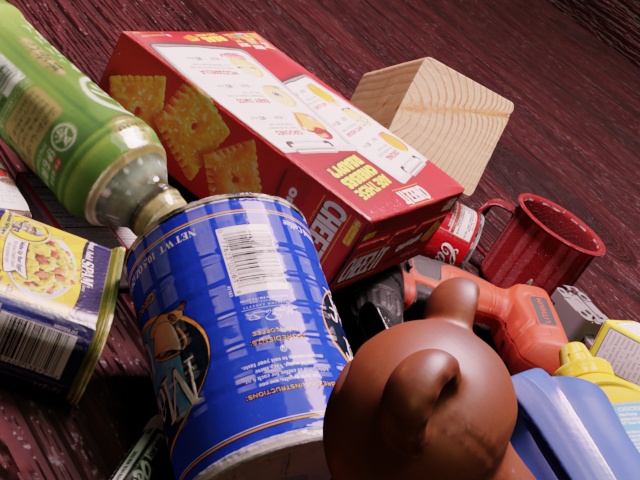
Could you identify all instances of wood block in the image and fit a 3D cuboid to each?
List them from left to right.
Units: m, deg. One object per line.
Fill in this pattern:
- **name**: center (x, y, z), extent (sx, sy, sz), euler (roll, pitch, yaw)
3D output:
- **wood block**: center (0.084, -0.103, 0.981), extent (0.090, 0.090, 0.206), euler (26, -1, -12)

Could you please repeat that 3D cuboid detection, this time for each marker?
- **marker**: center (-0.093, 0.119, 0.505), extent (0.020, 0.020, 0.121), euler (31, 23, 0)

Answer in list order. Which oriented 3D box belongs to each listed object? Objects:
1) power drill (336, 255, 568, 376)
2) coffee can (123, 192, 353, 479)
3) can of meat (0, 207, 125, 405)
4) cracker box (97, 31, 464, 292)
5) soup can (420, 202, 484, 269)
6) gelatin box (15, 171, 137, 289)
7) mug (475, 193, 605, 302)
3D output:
- **power drill**: center (0.096, 0.051, 0.822), extent (0.187, 0.057, 0.184), euler (25, 24, -13)
- **coffee can**: center (-0.035, 0.062, 0.540), extent (0.102, 0.103, 0.140), euler (10, 48, -40)
- **can of meat**: center (-0.155, 0.030, 0.564), extent (0.083, 0.057, 0.102), euler (22, 25, -16)
- **cracker box**: center (-0.027, -0.062, 0.741), extent (0.214, 0.072, 0.163), euler (39, 25, 17)
- **soup can**: center (0.081, -0.016, 0.924), extent (0.102, 0.069, 0.068), euler (27, 23, -7)
- **gelatin box**: center (-0.148, -0.006, 0.678), extent (0.073, 0.030, 0.089), euler (-1, 39, -49)
- **mug**: center (0.192, 0.009, 0.990), extent (0.117, 0.082, 0.093), euler (33, 23, 5)
